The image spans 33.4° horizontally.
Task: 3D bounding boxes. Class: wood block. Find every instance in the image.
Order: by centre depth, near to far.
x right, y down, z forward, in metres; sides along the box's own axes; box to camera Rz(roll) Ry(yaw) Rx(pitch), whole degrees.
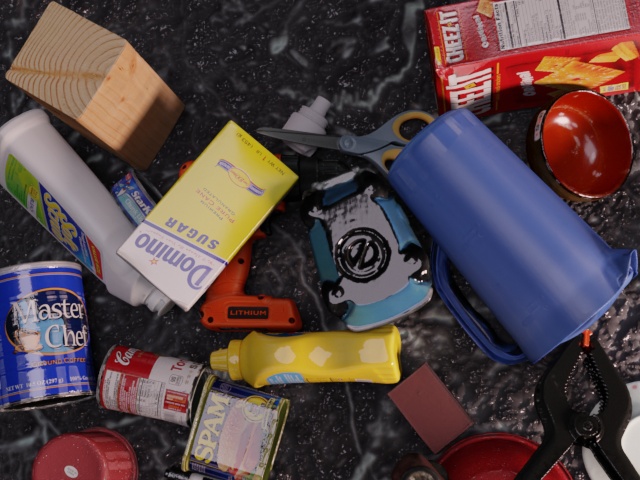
[{"bbox_3d":[-0.224,-0.151,1.096,0.091,0.206,0.090,30,86,12],"label":"wood block"}]

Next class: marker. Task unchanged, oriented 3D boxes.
[{"bbox_3d":[-0.104,0.255,1.101,0.121,0.020,0.020,13,82,11],"label":"marker"}]

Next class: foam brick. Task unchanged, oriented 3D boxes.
[{"bbox_3d":[0.111,0.168,1.066,0.051,0.053,0.078,-38,77,1],"label":"foam brick"}]

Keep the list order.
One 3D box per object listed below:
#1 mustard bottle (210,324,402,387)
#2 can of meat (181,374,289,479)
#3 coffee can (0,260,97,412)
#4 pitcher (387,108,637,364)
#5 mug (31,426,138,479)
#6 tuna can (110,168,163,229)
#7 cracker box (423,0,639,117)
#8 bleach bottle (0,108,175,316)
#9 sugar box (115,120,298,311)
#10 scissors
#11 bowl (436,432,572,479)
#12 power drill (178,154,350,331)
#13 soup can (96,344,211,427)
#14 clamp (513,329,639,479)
[{"bbox_3d":[-0.016,0.118,1.072,0.192,0.096,0.058,-3,80,8],"label":"mustard bottle"},{"bbox_3d":[-0.085,0.197,1.090,0.084,0.057,0.102,15,82,9],"label":"can of meat"},{"bbox_3d":[-0.293,0.101,1.115,0.103,0.102,0.140,-12,79,7],"label":"coffee can"},{"bbox_3d":[0.174,-0.002,1.046,0.149,0.145,0.243,-39,79,-9],"label":"pitcher"},{"bbox_3d":[-0.244,0.250,1.092,0.093,0.081,0.117,1,80,9],"label":"mug"},{"bbox_3d":[-0.183,-0.033,1.131,0.034,0.086,0.086,-38,77,2],"label":"tuna can"},{"bbox_3d":[0.216,-0.185,1.055,0.214,0.164,0.072,-9,77,7],"label":"cracker box"},{"bbox_3d":[-0.244,-0.021,1.132,0.251,0.103,0.068,44,54,13],"label":"bleach bottle"},{"bbox_3d":[-0.113,-0.024,1.071,0.093,0.048,0.176,39,81,0],"label":"sugar box"},{"bbox_3d":[0.042,-0.115,1.120,0.201,0.016,0.096,23,74,-5],"label":"scissors"},{"bbox_3d":[0.174,0.268,1.037,0.162,0.055,0.162,-1,80,8],"label":"bowl"},{"bbox_3d":[-0.057,0.001,1.121,0.184,0.057,0.187,-2,78,5],"label":"power drill"},{"bbox_3d":[-0.171,0.151,1.105,0.102,0.068,0.068,11,82,10],"label":"soup can"},{"bbox_3d":[0.260,0.189,1.019,0.164,0.036,0.210,14,62,2],"label":"clamp"}]
